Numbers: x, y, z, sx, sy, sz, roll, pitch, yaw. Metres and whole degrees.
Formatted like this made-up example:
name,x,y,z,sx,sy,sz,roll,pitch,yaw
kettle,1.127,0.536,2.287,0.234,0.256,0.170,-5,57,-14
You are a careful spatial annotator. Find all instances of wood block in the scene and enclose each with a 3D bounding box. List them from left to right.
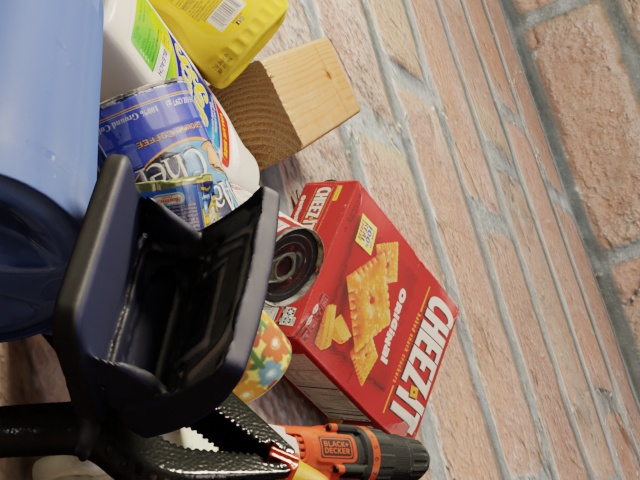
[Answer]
name,x,y,z,sx,sy,sz,roll,pitch,yaw
wood block,-0.041,-0.132,1.046,0.091,0.090,0.205,64,22,-7

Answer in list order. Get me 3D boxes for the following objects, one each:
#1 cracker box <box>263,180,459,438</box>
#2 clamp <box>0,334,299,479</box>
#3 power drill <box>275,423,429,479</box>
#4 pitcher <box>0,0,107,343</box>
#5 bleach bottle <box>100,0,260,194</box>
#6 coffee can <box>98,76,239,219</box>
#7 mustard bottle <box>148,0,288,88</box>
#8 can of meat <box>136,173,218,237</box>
name,x,y,z,sx,sy,sz,roll,pitch,yaw
cracker box,0.035,0.073,0.977,0.213,0.072,0.164,49,54,-39
clamp,-0.116,0.099,0.584,0.210,0.036,0.164,25,31,6
power drill,0.029,0.237,0.842,0.184,0.057,0.187,10,56,-36
pitcher,-0.181,-0.065,0.614,0.149,0.145,0.243,103,-12,-45
bleach bottle,-0.120,-0.108,0.879,0.250,0.068,0.102,49,29,-43
coffee can,-0.115,-0.032,0.760,0.140,0.103,0.102,66,22,-3
mustard bottle,-0.128,-0.223,0.907,0.191,0.096,0.058,39,-11,0
can of meat,-0.088,0.003,0.658,0.102,0.057,0.084,-106,-173,-86
